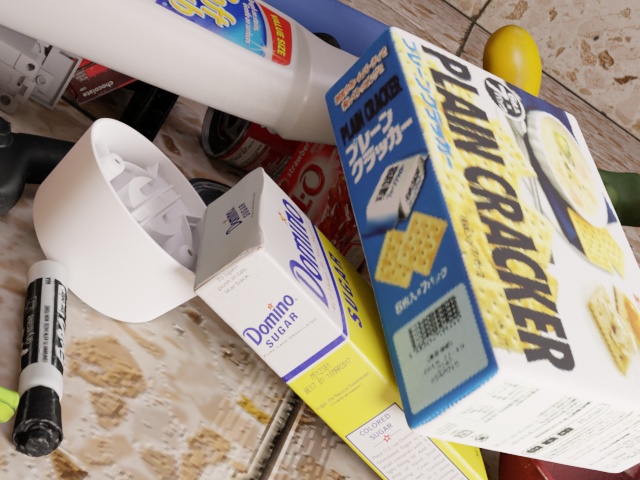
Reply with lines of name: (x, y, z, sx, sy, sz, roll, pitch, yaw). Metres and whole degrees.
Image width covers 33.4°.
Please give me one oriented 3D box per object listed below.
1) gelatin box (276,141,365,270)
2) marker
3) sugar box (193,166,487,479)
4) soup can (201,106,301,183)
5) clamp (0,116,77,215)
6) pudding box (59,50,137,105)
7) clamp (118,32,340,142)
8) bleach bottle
gelatin box: (0.001, -0.015, 0.674, 0.030, 0.089, 0.073, 4, 36, -51)
marker: (-0.116, 0.047, 0.446, 0.020, 0.020, 0.121, 26, 22, -25)
sugar box: (0.012, 0.051, 0.537, 0.176, 0.048, 0.093, 50, 14, -22)
soup can: (-0.029, -0.076, 0.800, 0.102, 0.069, 0.068, 23, 23, -33)
clamp: (-0.167, -0.046, 0.546, 0.120, 0.039, 0.171, 32, 27, -9)
pudding box: (-0.136, -0.146, 0.745, 0.113, 0.090, 0.039, -111, 177, -56)
clamp: (-0.087, -0.131, 0.766, 0.210, 0.164, 0.036, -127, -164, -57)
bleach bottle: (-0.067, -0.124, 0.646, 0.250, 0.068, 0.102, 23, 36, -5)
